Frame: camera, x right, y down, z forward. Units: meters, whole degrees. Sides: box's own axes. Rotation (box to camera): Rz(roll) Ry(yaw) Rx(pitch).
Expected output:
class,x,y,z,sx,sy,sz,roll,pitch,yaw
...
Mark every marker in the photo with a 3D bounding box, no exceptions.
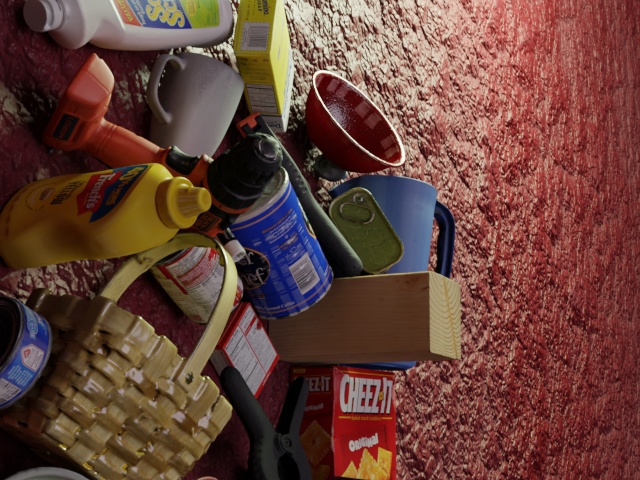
class,x,y,z,sx,sy,sz,roll,pitch,yaw
marker,-0.116,-0.029,1.089,0.121,0.020,0.020,54,22,20

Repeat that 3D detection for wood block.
class,x,y,z,sx,sy,sz,roll,pitch,yaw
wood block,0.050,0.093,1.233,0.090,0.206,0.091,22,66,-58

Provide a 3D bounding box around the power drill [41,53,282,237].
class,x,y,z,sx,sy,sz,roll,pitch,yaw
power drill,-0.139,-0.079,0.928,0.187,0.185,0.057,34,55,-12

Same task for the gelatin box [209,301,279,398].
class,x,y,z,sx,sy,sz,roll,pitch,yaw
gelatin box,-0.087,0.123,1.168,0.089,0.030,0.073,64,37,-31

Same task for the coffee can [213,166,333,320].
class,x,y,z,sx,sy,sz,roll,pitch,yaw
coffee can,-0.058,0.001,1.164,0.140,0.103,0.102,65,35,-31

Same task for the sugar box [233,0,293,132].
class,x,y,z,sx,sy,sz,roll,pitch,yaw
sugar box,-0.060,-0.200,1.185,0.176,0.048,0.093,73,22,-68

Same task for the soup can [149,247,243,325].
class,x,y,z,sx,sy,sz,roll,pitch,yaw
soup can,-0.128,0.029,1.070,0.102,0.069,0.068,57,39,-40

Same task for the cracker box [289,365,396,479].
class,x,y,z,sx,sy,sz,roll,pitch,yaw
cracker box,0.033,0.264,1.311,0.164,0.072,0.214,17,71,-58

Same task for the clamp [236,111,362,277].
class,x,y,z,sx,sy,sz,roll,pitch,yaw
clamp,-0.033,-0.055,1.241,0.036,0.165,0.210,-36,104,-9

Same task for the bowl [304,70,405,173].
class,x,y,z,sx,sy,sz,roll,pitch,yaw
bowl,0.033,-0.139,1.354,0.162,0.055,0.162,36,28,-22

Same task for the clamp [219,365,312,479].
class,x,y,z,sx,sy,sz,roll,pitch,yaw
clamp,-0.054,0.208,1.110,0.120,0.039,0.171,19,49,-34

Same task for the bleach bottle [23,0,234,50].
class,x,y,z,sx,sy,sz,roll,pitch,yaw
bleach bottle,-0.183,-0.221,1.023,0.250,0.068,0.102,-30,112,-56

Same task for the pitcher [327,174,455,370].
class,x,y,z,sx,sy,sz,roll,pitch,yaw
pitcher,0.087,0.044,1.381,0.145,0.149,0.243,35,58,-69

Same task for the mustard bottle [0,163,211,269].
class,x,y,z,sx,sy,sz,roll,pitch,yaw
mustard bottle,-0.172,-0.023,0.875,0.096,0.192,0.058,-59,134,-46

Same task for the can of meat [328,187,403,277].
class,x,y,z,sx,sy,sz,roll,pitch,yaw
can of meat,0.049,-0.002,1.277,0.102,0.057,0.084,58,-11,9

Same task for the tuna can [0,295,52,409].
class,x,y,z,sx,sy,sz,roll,pitch,yaw
tuna can,-0.252,0.086,0.825,0.033,0.086,0.086,46,47,-45
